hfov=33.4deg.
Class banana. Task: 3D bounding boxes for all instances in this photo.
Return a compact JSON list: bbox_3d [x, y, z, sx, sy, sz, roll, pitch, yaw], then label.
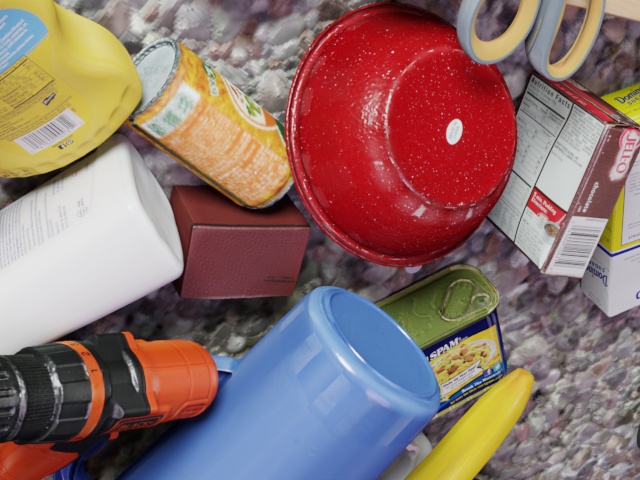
[{"bbox_3d":[0.083,0.171,0.762,0.197,0.037,0.070,-41,164,-21],"label":"banana"}]

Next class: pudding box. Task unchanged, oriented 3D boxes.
[{"bbox_3d":[0.158,-0.045,0.713,0.039,0.090,0.114,5,118,-28],"label":"pudding box"}]

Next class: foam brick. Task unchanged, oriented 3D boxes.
[{"bbox_3d":[-0.054,0.001,0.660,0.078,0.051,0.053,1,121,-27],"label":"foam brick"}]

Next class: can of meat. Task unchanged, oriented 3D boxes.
[{"bbox_3d":[0.084,0.078,0.778,0.102,0.057,0.084,-26,131,-9],"label":"can of meat"}]

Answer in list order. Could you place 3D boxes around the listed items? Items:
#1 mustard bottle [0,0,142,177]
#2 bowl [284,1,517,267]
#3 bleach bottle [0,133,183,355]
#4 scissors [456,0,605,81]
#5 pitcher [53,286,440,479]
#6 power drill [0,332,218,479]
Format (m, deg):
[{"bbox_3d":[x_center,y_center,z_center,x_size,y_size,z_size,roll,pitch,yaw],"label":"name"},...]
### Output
[{"bbox_3d":[-0.162,-0.091,0.488,0.096,0.058,0.191,-28,160,8],"label":"mustard bottle"},{"bbox_3d":[0.062,-0.064,0.628,0.161,0.055,0.162,0,91,-29],"label":"bowl"},{"bbox_3d":[-0.201,0.038,0.593,0.251,0.102,0.068,-28,122,3],"label":"bleach bottle"},{"bbox_3d":[0.116,-0.171,0.539,0.096,0.016,0.202,-15,127,-17],"label":"scissors"},{"bbox_3d":[-0.047,0.139,0.687,0.243,0.145,0.149,-48,142,19],"label":"pitcher"},{"bbox_3d":[-0.173,0.112,0.599,0.188,0.057,0.184,-32,159,31],"label":"power drill"}]
